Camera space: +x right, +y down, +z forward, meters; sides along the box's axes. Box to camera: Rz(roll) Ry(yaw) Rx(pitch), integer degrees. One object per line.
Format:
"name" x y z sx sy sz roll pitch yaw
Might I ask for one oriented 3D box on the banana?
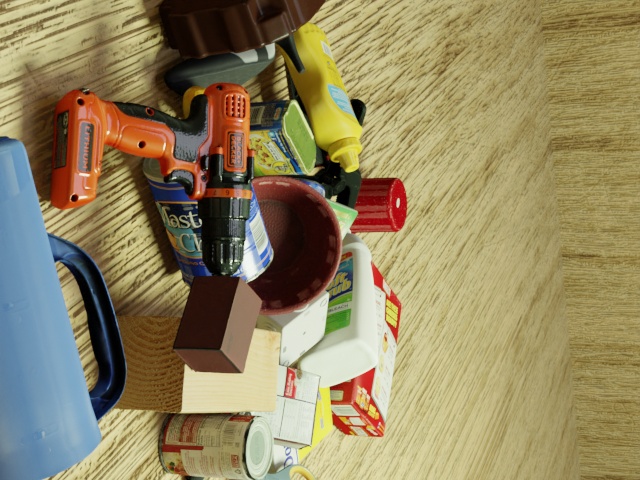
"banana" -0.110 -0.123 1.169 0.037 0.070 0.197 -61 150 -12

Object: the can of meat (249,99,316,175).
"can of meat" -0.060 -0.120 1.266 0.102 0.084 0.057 61 36 -48

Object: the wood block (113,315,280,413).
"wood block" -0.126 0.130 1.098 0.205 0.090 0.091 19 72 -66

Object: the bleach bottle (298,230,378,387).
"bleach bottle" 0.023 0.075 1.431 0.068 0.103 0.251 53 23 -34

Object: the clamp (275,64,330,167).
"clamp" -0.024 -0.155 1.408 0.120 0.039 0.171 -65 143 -45

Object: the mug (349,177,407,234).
"mug" 0.085 -0.051 1.606 0.117 0.082 0.093 17 74 -66

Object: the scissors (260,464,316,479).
"scissors" -0.064 0.267 1.245 0.201 0.016 0.096 47 29 -17

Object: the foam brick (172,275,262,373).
"foam brick" -0.095 0.077 0.988 0.053 0.051 0.078 57 40 -51

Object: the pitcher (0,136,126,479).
"pitcher" -0.240 0.049 0.784 0.149 0.145 0.243 -78 160 -79

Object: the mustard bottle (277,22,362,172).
"mustard bottle" 0.007 -0.171 1.315 0.096 0.058 0.192 27 39 -67

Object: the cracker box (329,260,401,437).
"cracker box" 0.053 0.158 1.541 0.164 0.072 0.213 53 41 -57

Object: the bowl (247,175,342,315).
"bowl" -0.058 0.002 1.224 0.055 0.162 0.162 -121 -156 -76

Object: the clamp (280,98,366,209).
"clamp" 0.005 -0.076 1.433 0.164 0.036 0.210 -40 151 -19

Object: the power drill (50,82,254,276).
"power drill" -0.149 -0.060 0.976 0.187 0.057 0.184 3 85 -32

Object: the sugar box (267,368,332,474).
"sugar box" -0.039 0.230 1.356 0.176 0.048 0.093 -33 120 -64

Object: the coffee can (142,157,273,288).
"coffee can" -0.115 -0.032 1.110 0.102 0.103 0.140 -60 143 -50

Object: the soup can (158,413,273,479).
"soup can" -0.109 0.214 1.120 0.068 0.102 0.068 -1 90 -67

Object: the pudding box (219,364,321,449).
"pudding box" -0.060 0.189 1.245 0.113 0.039 0.090 16 70 -22
